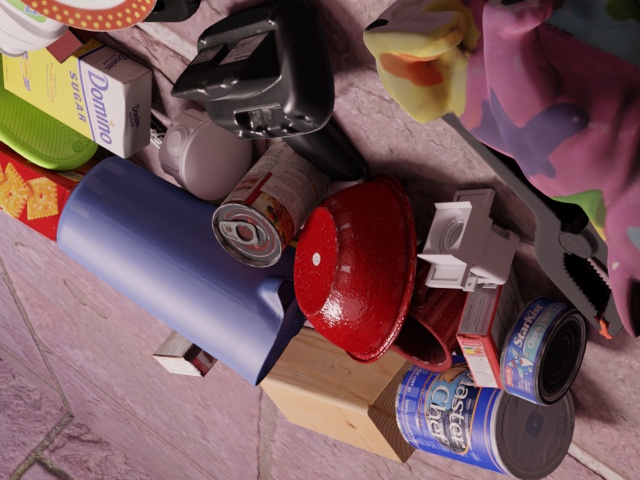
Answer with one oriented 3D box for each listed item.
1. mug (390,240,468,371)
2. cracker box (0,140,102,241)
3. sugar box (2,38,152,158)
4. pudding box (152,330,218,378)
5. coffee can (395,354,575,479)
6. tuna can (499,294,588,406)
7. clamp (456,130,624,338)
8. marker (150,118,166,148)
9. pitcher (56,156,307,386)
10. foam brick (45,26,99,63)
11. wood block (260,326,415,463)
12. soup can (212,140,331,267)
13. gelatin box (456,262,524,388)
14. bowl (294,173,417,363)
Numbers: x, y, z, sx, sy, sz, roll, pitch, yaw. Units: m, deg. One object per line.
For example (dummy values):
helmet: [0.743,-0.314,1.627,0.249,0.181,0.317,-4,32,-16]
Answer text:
mug: [0.096,0.047,0.921,0.093,0.081,0.117,30,155,23]
cracker box: [-0.319,-0.072,1.254,0.214,0.072,0.163,28,-165,26]
sugar box: [-0.250,-0.163,1.088,0.176,0.048,0.093,31,135,24]
pudding box: [-0.139,0.113,1.240,0.039,0.090,0.114,44,159,-15]
coffee can: [0.154,0.164,1.013,0.102,0.102,0.141,52,154,-24]
tuna can: [0.182,0.089,0.863,0.034,0.086,0.086,19,149,37]
clamp: [0.176,-0.015,0.748,0.165,0.036,0.210,22,147,38]
marker: [-0.175,-0.113,1.124,0.121,0.020,0.020,45,156,-10]
pitcher: [-0.124,0.027,1.023,0.243,0.144,0.149,31,114,7]
foam brick: [-0.234,-0.208,1.003,0.051,0.053,0.078,48,156,-17]
wood block: [0.031,0.173,1.231,0.207,0.090,0.090,9,140,51]
soup can: [-0.041,-0.034,0.940,0.069,0.102,0.068,18,136,19]
gelatin box: [0.141,0.065,0.876,0.030,0.089,0.073,1,140,25]
bowl: [0.020,0.021,0.893,0.055,0.162,0.162,7,168,-23]
